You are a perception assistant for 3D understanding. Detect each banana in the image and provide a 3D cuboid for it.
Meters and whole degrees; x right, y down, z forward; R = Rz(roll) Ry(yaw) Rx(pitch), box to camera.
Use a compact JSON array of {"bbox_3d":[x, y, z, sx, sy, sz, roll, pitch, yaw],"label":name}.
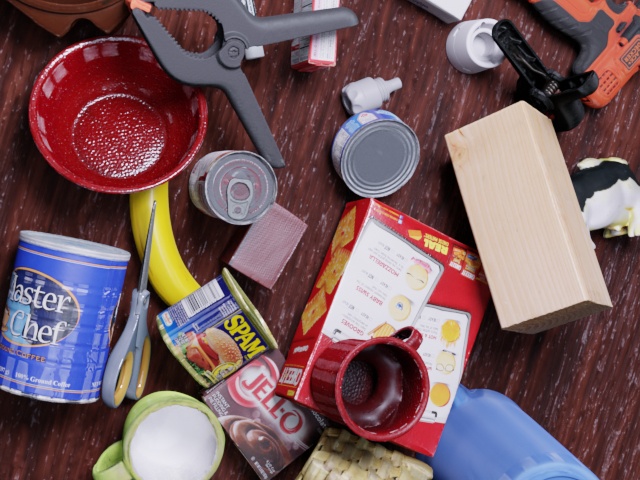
[{"bbox_3d":[-0.150,-0.002,1.046,0.069,0.037,0.198,-31,107,-39],"label":"banana"}]

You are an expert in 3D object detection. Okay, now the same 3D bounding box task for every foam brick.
[{"bbox_3d":[-0.057,0.001,1.062,0.051,0.053,0.078,31,87,-16],"label":"foam brick"}]

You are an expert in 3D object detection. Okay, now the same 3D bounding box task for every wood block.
[{"bbox_3d":[0.206,-0.020,1.063,0.091,0.090,0.206,-23,71,27],"label":"wood block"}]

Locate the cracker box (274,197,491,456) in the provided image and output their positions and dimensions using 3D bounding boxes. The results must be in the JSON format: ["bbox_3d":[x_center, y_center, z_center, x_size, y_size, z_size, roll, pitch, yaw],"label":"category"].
[{"bbox_3d":[0.069,0.087,1.079,0.164,0.072,0.213,25,78,-19],"label":"cracker box"}]

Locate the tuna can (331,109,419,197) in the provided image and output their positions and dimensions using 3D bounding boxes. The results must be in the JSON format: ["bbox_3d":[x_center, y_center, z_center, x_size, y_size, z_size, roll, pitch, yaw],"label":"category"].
[{"bbox_3d":[0.055,-0.089,1.082,0.086,0.034,0.086,-10,121,-17],"label":"tuna can"}]

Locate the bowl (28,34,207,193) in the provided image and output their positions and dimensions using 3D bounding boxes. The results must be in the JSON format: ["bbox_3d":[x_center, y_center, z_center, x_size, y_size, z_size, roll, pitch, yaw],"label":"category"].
[{"bbox_3d":[-0.188,-0.109,0.997,0.162,0.055,0.162,3,70,-9],"label":"bowl"}]

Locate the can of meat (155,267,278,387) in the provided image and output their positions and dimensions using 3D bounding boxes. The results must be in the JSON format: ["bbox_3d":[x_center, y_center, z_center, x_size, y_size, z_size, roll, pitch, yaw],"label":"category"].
[{"bbox_3d":[-0.101,0.087,1.033,0.084,0.057,0.102,-32,139,-1],"label":"can of meat"}]

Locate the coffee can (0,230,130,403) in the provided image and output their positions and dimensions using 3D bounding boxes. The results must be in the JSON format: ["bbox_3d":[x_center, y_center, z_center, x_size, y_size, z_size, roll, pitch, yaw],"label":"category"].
[{"bbox_3d":[-0.241,0.070,0.988,0.102,0.103,0.140,12,91,-17],"label":"coffee can"}]

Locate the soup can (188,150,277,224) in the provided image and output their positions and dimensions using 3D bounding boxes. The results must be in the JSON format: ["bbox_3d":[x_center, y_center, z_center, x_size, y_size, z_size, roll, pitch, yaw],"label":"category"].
[{"bbox_3d":[-0.086,-0.052,1.023,0.068,0.102,0.068,-1,95,-16],"label":"soup can"}]

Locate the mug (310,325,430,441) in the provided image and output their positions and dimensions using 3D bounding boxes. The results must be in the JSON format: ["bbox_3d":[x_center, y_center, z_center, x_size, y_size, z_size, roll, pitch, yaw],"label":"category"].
[{"bbox_3d":[0.049,0.124,0.986,0.093,0.082,0.117,44,74,-14],"label":"mug"}]

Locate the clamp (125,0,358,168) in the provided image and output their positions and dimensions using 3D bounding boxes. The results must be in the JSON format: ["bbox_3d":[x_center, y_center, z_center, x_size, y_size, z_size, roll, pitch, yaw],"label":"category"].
[{"bbox_3d":[-0.083,-0.163,0.970,0.209,0.036,0.165,16,102,-26],"label":"clamp"}]

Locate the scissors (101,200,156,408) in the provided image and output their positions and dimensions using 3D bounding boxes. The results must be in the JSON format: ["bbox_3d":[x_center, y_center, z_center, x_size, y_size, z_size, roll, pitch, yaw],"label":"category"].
[{"bbox_3d":[-0.177,0.070,0.997,0.016,0.096,0.202,12,117,11],"label":"scissors"}]

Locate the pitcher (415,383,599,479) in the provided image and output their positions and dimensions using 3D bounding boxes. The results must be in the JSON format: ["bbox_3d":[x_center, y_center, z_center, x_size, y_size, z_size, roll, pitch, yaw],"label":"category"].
[{"bbox_3d":[0.193,0.246,1.055,0.149,0.243,0.145,22,91,-11],"label":"pitcher"}]

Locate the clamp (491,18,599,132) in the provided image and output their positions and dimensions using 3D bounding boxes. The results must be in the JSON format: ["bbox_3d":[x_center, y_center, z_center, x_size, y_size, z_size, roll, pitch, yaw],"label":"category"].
[{"bbox_3d":[0.239,-0.151,1.082,0.039,0.120,0.171,-46,147,0],"label":"clamp"}]

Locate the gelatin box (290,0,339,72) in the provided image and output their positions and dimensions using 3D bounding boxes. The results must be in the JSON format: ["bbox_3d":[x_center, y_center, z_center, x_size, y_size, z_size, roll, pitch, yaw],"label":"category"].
[{"bbox_3d":[-0.005,-0.213,1.048,0.030,0.073,0.089,2,94,-16],"label":"gelatin box"}]

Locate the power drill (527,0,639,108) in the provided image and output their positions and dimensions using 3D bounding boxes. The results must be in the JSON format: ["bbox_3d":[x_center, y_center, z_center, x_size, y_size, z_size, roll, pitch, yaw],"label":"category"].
[{"bbox_3d":[0.297,-0.264,1.139,0.187,0.057,0.184,43,83,-15],"label":"power drill"}]

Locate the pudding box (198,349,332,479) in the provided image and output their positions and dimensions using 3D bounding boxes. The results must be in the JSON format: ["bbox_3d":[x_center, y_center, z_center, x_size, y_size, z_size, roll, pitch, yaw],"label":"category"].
[{"bbox_3d":[-0.056,0.173,1.083,0.090,0.039,0.113,-37,104,-12],"label":"pudding box"}]
